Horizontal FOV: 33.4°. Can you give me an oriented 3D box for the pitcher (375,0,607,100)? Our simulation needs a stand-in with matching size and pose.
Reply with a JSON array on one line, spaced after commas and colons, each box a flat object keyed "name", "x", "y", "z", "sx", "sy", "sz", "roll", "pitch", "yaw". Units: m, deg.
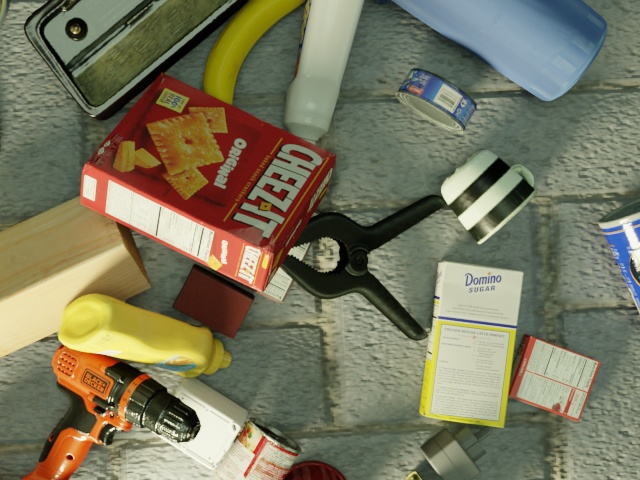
[{"name": "pitcher", "x": 0.189, "y": -0.266, "z": 1.141, "sx": 0.242, "sy": 0.149, "sz": 0.145, "roll": 35, "pitch": 84, "yaw": -7}]

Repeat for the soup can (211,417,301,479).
[{"name": "soup can", "x": -0.076, "y": 0.255, "z": 1.171, "sx": 0.068, "sy": 0.068, "sz": 0.102, "roll": 32, "pitch": 89, "yaw": -4}]

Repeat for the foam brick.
[{"name": "foam brick", "x": -0.117, "y": 0.067, "z": 1.171, "sx": 0.078, "sy": 0.053, "sz": 0.051, "roll": 28, "pitch": 89, "yaw": -4}]

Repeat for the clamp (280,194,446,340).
[{"name": "clamp", "x": 0.040, "y": 0.030, "z": 1.169, "sx": 0.209, "sy": 0.036, "sz": 0.164, "roll": 0, "pitch": 92, "yaw": -21}]

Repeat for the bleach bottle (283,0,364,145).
[{"name": "bleach bottle", "x": 0.005, "y": -0.212, "z": 1.140, "sx": 0.068, "sy": 0.102, "sz": 0.251, "roll": 12, "pitch": 98, "yaw": -9}]

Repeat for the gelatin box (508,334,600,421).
[{"name": "gelatin box", "x": 0.262, "y": 0.155, "z": 1.209, "sx": 0.089, "sy": 0.030, "sz": 0.073, "roll": 20, "pitch": 89, "yaw": -4}]

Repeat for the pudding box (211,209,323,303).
[{"name": "pudding box", "x": -0.058, "y": 0.001, "z": 1.181, "sx": 0.090, "sy": 0.039, "sz": 0.113, "roll": 26, "pitch": 92, "yaw": -6}]

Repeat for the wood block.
[{"name": "wood block", "x": -0.297, "y": 0.039, "z": 1.126, "sx": 0.206, "sy": 0.091, "sz": 0.090, "roll": -25, "pitch": 57, "yaw": -2}]

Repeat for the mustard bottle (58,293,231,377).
[{"name": "mustard bottle", "x": -0.172, "y": 0.107, "z": 1.132, "sx": 0.191, "sy": 0.096, "sz": 0.058, "roll": 22, "pitch": 65, "yaw": -40}]

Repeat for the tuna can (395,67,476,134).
[{"name": "tuna can", "x": 0.127, "y": -0.153, "z": 1.165, "sx": 0.086, "sy": 0.086, "sz": 0.034, "roll": 31, "pitch": 88, "yaw": -4}]

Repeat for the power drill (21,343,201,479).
[{"name": "power drill", "x": -0.231, "y": 0.221, "z": 1.135, "sx": 0.185, "sy": 0.057, "sz": 0.188, "roll": 27, "pitch": 95, "yaw": 22}]

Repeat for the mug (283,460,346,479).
[{"name": "mug", "x": -0.016, "y": 0.304, "z": 1.169, "sx": 0.117, "sy": 0.081, "sz": 0.093, "roll": -41, "pitch": 93, "yaw": -2}]

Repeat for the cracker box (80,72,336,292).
[{"name": "cracker box", "x": -0.114, "y": -0.065, "z": 1.103, "sx": 0.214, "sy": 0.072, "sz": 0.164, "roll": 25, "pitch": 50, "yaw": 7}]

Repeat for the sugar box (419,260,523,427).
[{"name": "sugar box", "x": 0.168, "y": 0.115, "z": 1.195, "sx": 0.093, "sy": 0.048, "sz": 0.176, "roll": 8, "pitch": 87, "yaw": -4}]

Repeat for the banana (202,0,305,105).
[{"name": "banana", "x": -0.079, "y": -0.215, "z": 1.178, "sx": 0.069, "sy": 0.037, "sz": 0.198, "roll": 28, "pitch": 91, "yaw": -26}]
